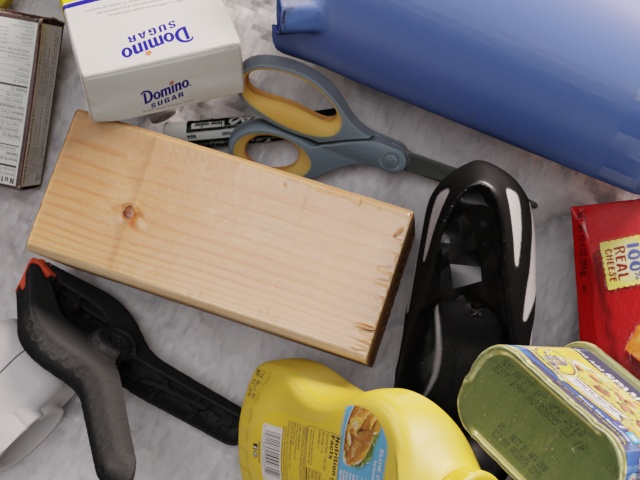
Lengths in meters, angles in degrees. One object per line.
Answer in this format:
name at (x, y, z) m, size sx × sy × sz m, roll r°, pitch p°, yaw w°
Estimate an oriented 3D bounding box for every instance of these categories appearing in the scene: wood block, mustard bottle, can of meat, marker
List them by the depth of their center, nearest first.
can of meat at (0.130, 0.096, 0.542) m, size 0.102 × 0.083 × 0.057 m, roll 43°, pitch 114°, yaw 38°
mustard bottle at (0.029, 0.124, 0.567) m, size 0.058 × 0.192 × 0.096 m, roll -1°, pitch 95°, yaw -36°
wood block at (-0.054, 0.000, 0.642) m, size 0.206 × 0.090 × 0.091 m, roll 18°, pitch 84°, yaw 8°
marker at (-0.040, -0.072, 0.688) m, size 0.121 × 0.020 × 0.020 m, roll -5°, pitch 80°, yaw 5°

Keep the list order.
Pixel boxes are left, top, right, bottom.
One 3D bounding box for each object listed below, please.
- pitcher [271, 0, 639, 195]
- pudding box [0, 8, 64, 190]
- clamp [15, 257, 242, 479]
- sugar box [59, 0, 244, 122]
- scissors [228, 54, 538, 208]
pitcher at (0.106, -0.129, 0.616) m, size 0.243 × 0.145 × 0.149 m, roll 28°, pitch 91°, yaw 17°
pudding box at (-0.220, -0.095, 0.689) m, size 0.090 × 0.039 × 0.113 m, roll 12°, pitch 100°, yaw 7°
clamp at (-0.119, 0.076, 0.646) m, size 0.039 × 0.120 × 0.172 m, roll -51°, pitch 60°, yaw 20°
sugar box at (-0.113, -0.151, 0.653) m, size 0.093 × 0.048 × 0.176 m, roll -14°, pitch 55°, yaw -10°
scissors at (0.028, -0.044, 0.671) m, size 0.201 × 0.016 × 0.096 m, roll 31°, pitch 129°, yaw -14°
